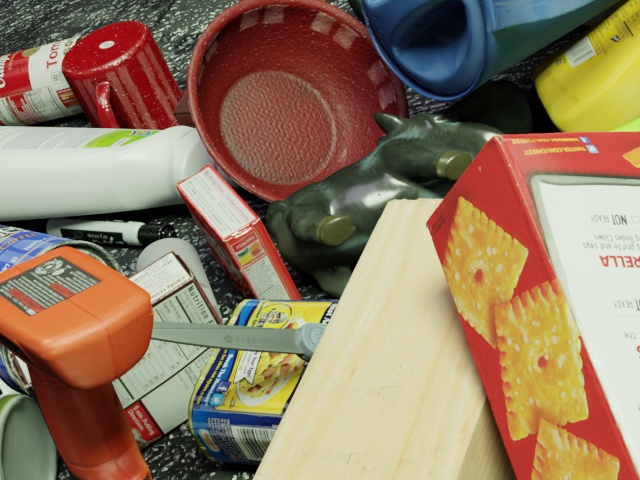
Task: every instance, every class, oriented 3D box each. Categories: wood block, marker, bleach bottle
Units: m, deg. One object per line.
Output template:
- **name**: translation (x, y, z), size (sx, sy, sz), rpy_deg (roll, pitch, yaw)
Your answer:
- **wood block**: translation (0.046, 0.085, 0.454), size (0.090, 0.090, 0.206), rpy_deg (-1, 46, 34)
- **marker**: translation (-0.157, -0.007, 0.800), size (0.121, 0.020, 0.020), rpy_deg (4, 46, 33)
- **bleach bottle**: translation (-0.172, -0.052, 0.810), size (0.251, 0.068, 0.102), rpy_deg (0, 24, 20)

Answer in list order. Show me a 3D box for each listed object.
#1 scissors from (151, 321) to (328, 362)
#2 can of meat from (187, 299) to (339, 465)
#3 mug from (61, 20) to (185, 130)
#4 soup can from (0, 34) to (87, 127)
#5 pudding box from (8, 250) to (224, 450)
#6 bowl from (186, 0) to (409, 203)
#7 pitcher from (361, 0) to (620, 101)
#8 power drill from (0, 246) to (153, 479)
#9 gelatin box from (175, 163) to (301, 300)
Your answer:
- **scissors**: translation (0.006, 0.039, 0.552), size (0.201, 0.016, 0.096), rpy_deg (19, 50, -11)
- **can of meat**: translation (-0.015, 0.078, 0.590), size (0.084, 0.057, 0.102), rpy_deg (-1, 43, 30)
- **mug**: translation (-0.167, -0.124, 0.896), size (0.093, 0.081, 0.117), rpy_deg (-13, 38, 15)
- **soup can**: translation (-0.250, -0.145, 0.979), size (0.102, 0.068, 0.068), rpy_deg (-11, 39, 16)
- **pudding box**: translation (-0.108, 0.072, 0.619), size (0.113, 0.090, 0.039), rpy_deg (-34, 39, -12)
- **bowl**: translation (-0.021, -0.090, 0.753), size (0.162, 0.162, 0.055), rpy_deg (-46, 3, -26)
- **pitcher**: translation (0.152, -0.192, 0.674), size (0.242, 0.145, 0.149), rpy_deg (-29, 72, -22)
- **power drill**: translation (-0.087, 0.106, 0.485), size (0.057, 0.187, 0.185), rpy_deg (-27, 28, -30)
- **gelatin box**: translation (-0.055, 0.001, 0.690), size (0.030, 0.073, 0.089), rpy_deg (-33, 38, -10)
